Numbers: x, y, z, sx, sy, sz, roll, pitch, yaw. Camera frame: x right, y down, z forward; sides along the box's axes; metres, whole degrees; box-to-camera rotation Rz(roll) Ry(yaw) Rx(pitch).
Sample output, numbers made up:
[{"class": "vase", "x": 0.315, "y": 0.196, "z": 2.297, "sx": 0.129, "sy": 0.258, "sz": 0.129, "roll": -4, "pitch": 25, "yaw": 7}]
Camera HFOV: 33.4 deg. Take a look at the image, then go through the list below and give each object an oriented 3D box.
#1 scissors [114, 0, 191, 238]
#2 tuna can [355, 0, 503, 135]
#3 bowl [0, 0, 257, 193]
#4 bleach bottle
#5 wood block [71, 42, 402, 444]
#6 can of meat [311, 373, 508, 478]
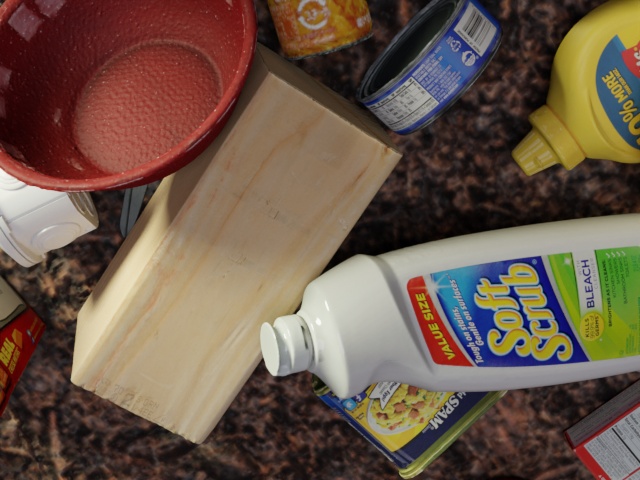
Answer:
[{"class": "scissors", "x": -0.110, "y": -0.106, "z": 0.629, "sx": 0.096, "sy": 0.016, "sz": 0.202, "roll": 29, "pitch": 105, "yaw": -9}, {"class": "tuna can", "x": 0.061, "y": -0.100, "z": 0.600, "sx": 0.033, "sy": 0.086, "sz": 0.086, "roll": 41, "pitch": 102, "yaw": -15}, {"class": "bowl", "x": -0.103, "y": -0.086, "z": 0.572, "sx": 0.162, "sy": 0.162, "sz": 0.055, "roll": -22, "pitch": 151, "yaw": 5}, {"class": "bleach bottle", "x": 0.089, "y": 0.048, "z": 0.611, "sx": 0.250, "sy": 0.068, "sz": 0.102, "roll": -9, "pitch": 95, "yaw": -21}, {"class": "wood block", "x": -0.054, "y": 0.001, "z": 0.621, "sx": 0.090, "sy": 0.091, "sz": 0.206, "roll": 30, "pitch": 104, "yaw": -19}, {"class": "can of meat", "x": 0.057, "y": 0.084, "z": 0.674, "sx": 0.084, "sy": 0.057, "sz": 0.102, "roll": 42, "pitch": 101, "yaw": -11}]
